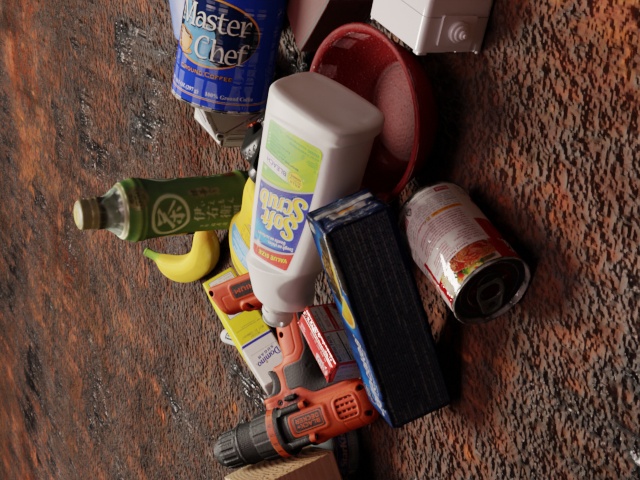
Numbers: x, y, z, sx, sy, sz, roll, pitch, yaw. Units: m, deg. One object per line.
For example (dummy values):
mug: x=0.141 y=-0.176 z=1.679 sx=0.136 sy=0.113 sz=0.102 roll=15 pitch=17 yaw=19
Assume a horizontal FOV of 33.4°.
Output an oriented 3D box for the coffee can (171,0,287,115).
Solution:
coffee can: x=-0.090 y=-0.209 z=1.068 sx=0.103 sy=0.102 sz=0.140 roll=46 pitch=131 yaw=50

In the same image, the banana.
banana: x=-0.173 y=0.023 z=1.409 sx=0.198 sy=0.069 sz=0.037 roll=-21 pitch=40 yaw=56

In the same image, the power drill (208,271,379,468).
power drill: x=-0.048 y=0.124 z=1.081 sx=0.185 sy=0.057 sz=0.188 roll=-23 pitch=81 yaw=17

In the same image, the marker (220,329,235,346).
marker: x=-0.092 y=0.126 z=1.318 sx=0.121 sy=0.020 sz=0.020 roll=7 pitch=102 yaw=62

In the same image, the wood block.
wood block: x=-0.011 y=0.321 z=1.080 sx=0.090 sy=0.090 sz=0.206 roll=-10 pitch=100 yaw=62

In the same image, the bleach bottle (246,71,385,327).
bleach bottle: x=-0.016 y=-0.019 z=0.957 sx=0.103 sy=0.067 sz=0.251 roll=37 pitch=133 yaw=30

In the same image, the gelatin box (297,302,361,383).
gelatin box: x=0.033 y=0.091 z=0.992 sx=0.073 sy=0.089 sz=0.030 roll=60 pitch=145 yaw=37

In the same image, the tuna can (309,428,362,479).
tuna can: x=0.010 y=0.213 z=1.125 sx=0.086 sy=0.033 sz=0.086 roll=21 pitch=114 yaw=60

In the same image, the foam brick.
foam brick: x=0.009 y=-0.223 z=1.013 sx=0.078 sy=0.052 sz=0.051 roll=-52 pitch=50 yaw=52

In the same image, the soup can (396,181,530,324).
soup can: x=0.111 y=0.008 z=0.849 sx=0.102 sy=0.068 sz=0.069 roll=57 pitch=143 yaw=42

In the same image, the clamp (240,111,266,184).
clamp: x=-0.031 y=-0.127 z=1.084 sx=0.164 sy=0.036 sz=0.210 roll=-51 pitch=13 yaw=-3

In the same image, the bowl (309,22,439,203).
bowl: x=0.053 y=-0.111 z=0.935 sx=0.162 sy=0.055 sz=0.162 roll=23 pitch=118 yaw=51

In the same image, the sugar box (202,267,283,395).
sugar box: x=-0.069 y=0.120 z=1.201 sx=0.176 sy=0.048 sz=0.093 roll=56 pitch=173 yaw=43

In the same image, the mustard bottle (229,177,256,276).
mustard bottle: x=-0.057 y=0.001 z=1.166 sx=0.096 sy=0.058 sz=0.192 roll=50 pitch=152 yaw=10
